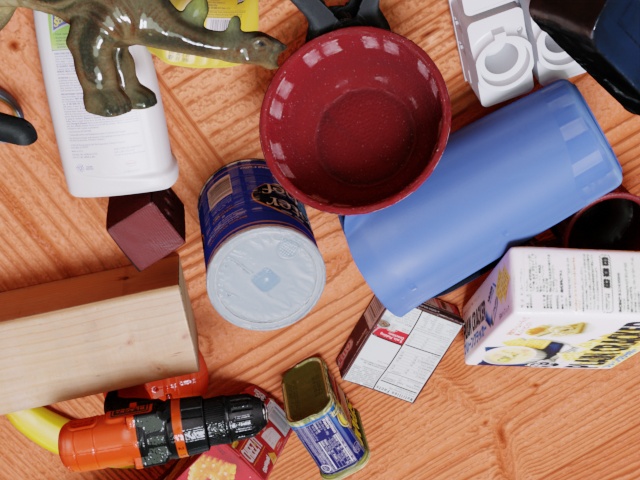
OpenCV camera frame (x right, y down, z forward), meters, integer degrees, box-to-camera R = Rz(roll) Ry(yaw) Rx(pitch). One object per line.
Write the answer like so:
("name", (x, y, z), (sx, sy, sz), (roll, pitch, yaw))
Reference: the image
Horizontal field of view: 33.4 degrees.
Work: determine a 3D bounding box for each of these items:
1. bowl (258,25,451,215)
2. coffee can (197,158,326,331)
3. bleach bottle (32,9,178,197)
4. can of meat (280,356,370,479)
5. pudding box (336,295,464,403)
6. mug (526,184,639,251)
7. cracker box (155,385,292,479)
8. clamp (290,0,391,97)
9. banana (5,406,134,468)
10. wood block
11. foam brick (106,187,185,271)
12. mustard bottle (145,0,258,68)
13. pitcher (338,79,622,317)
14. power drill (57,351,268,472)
("bowl", (0.032, -0.095, 0.900), (0.162, 0.055, 0.162), (-3, 79, 13))
("coffee can", (-0.056, 0.001, 0.961), (0.102, 0.140, 0.103), (-4, 119, -8))
("bleach bottle", (-0.184, -0.163, 0.895), (0.102, 0.068, 0.251), (-6, 117, -5))
("can of meat", (0.003, 0.181, 1.093), (0.057, 0.102, 0.084), (-28, 117, 6))
("pudding box", (0.082, 0.106, 1.102), (0.090, 0.039, 0.114), (21, 115, -20))
("mug", (0.255, -0.018, 1.038), (0.117, 0.081, 0.093), (-20, 120, 1))
("cracker box", (-0.131, 0.256, 1.071), (0.072, 0.164, 0.214), (45, 105, -1))
("clamp", (0.029, -0.195, 0.915), (0.120, 0.039, 0.171), (-20, 135, 4))
("banana", (-0.233, 0.200, 1.099), (0.197, 0.037, 0.070), (12, 113, -15))
("wood block", (-0.224, 0.088, 1.001), (0.206, 0.091, 0.090), (-12, 109, -3))
("foam brick", (-0.158, -0.021, 0.967), (0.051, 0.078, 0.053), (-30, 119, 8))
("mustard bottle", (-0.082, -0.239, 0.864), (0.096, 0.058, 0.192), (-9, 124, -39))
("pitcher", (0.145, -0.037, 0.970), (0.243, 0.149, 0.145), (-29, 93, 14))
("power drill", (-0.143, 0.154, 1.000), (0.184, 0.188, 0.057), (-8, 99, -4))
